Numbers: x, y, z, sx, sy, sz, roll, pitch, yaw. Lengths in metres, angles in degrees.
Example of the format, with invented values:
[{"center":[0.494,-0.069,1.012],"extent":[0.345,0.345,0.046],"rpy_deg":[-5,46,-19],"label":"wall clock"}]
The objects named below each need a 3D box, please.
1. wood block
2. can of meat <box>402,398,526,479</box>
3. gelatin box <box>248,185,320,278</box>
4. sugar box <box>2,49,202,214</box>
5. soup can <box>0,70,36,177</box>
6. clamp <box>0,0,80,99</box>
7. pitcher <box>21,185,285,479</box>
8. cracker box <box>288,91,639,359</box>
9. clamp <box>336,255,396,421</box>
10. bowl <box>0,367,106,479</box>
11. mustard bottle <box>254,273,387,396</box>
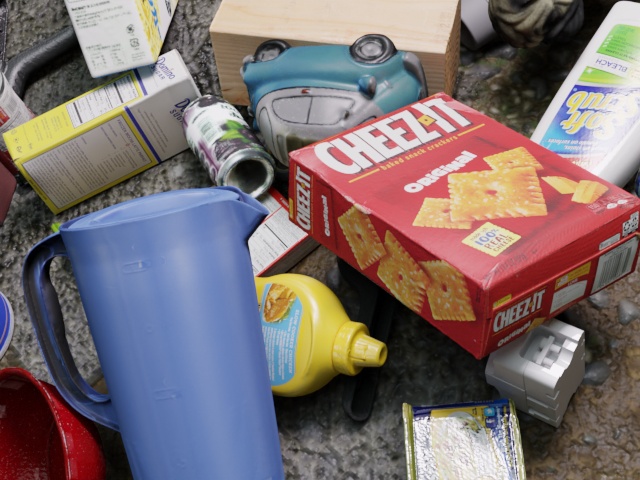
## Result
[{"center":[0.017,-0.173,0.958],"extent":[0.206,0.091,0.090],"rpy_deg":[8,52,13],"label":"wood block"},{"center":[0.106,0.168,0.782],"extent":[0.084,0.057,0.102],"rpy_deg":[-7,61,8],"label":"can of meat"},{"center":[-0.056,0.001,0.933],"extent":[0.089,0.030,0.073],"rpy_deg":[-40,61,-9],"label":"gelatin box"},{"center":[-0.191,-0.099,0.987],"extent":[0.176,0.093,0.048],"rpy_deg":[-28,58,-3],"label":"sugar box"},{"center":[-0.311,-0.115,1.021],"extent":[0.068,0.102,0.068],"rpy_deg":[-6,60,11],"label":"soup can"},{"center":[-0.336,-0.179,1.100],"extent":[0.120,0.039,0.171],"rpy_deg":[31,73,28],"label":"clamp"},{"center":[-0.110,0.088,0.782],"extent":[0.144,0.243,0.149],"rpy_deg":[-18,11,-37],"label":"pitcher"},{"center":[0.102,-0.023,0.786],"extent":[0.163,0.072,0.214],"rpy_deg":[-24,42,-30],"label":"cracker box"},{"center":[0.067,0.021,0.857],"extent":[0.165,0.036,0.210],"rpy_deg":[-34,47,31],"label":"clamp"},{"center":[-0.215,0.177,0.833],"extent":[0.162,0.055,0.162],"rpy_deg":[0,90,47],"label":"bowl"},{"center":[-0.036,0.072,0.846],"extent":[0.192,0.058,0.096],"rpy_deg":[10,94,29],"label":"mustard bottle"}]
